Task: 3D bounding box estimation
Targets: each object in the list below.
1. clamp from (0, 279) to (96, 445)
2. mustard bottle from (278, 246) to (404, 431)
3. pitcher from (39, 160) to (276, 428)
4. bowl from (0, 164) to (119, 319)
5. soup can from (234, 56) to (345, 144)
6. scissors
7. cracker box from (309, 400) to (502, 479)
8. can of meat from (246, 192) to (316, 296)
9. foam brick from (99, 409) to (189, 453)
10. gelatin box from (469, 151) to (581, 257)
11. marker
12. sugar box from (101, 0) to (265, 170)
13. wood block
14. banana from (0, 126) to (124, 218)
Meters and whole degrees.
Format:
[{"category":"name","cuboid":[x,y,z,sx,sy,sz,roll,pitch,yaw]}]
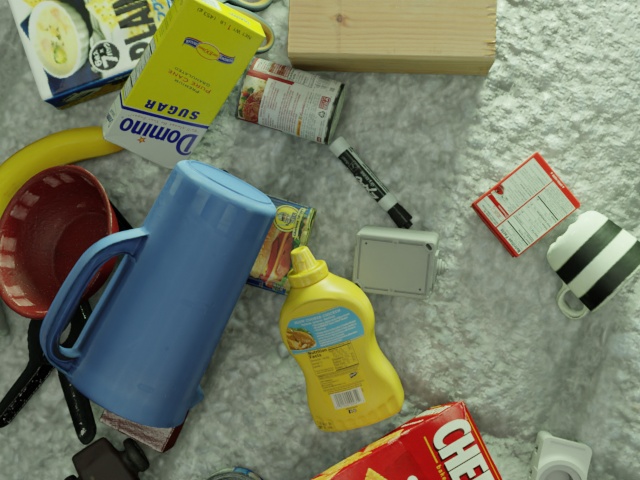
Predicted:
[{"category":"clamp","cuboid":[-0.270,0.131,1.126,0.120,0.039,0.171,16,86,14]},{"category":"mustard bottle","cuboid":[0.011,0.096,1.080,0.096,0.058,0.191,-16,105,17]},{"category":"pitcher","cuboid":[-0.150,0.046,1.031,0.145,0.149,0.243,29,99,13]},{"category":"bowl","cuboid":[-0.262,0.007,1.100,0.162,0.055,0.162,-9,71,28]},{"category":"soup can","cuboid":[-0.031,-0.145,1.112,0.102,0.068,0.068,17,89,4]},{"category":"scissors","cuboid":[-0.127,-0.265,1.107,0.201,0.016,0.096,28,74,-24]},{"category":"cracker box","cuboid":[0.084,0.276,1.041,0.213,0.072,0.164,-24,87,-29]},{"category":"can of meat","cuboid":[-0.057,0.001,1.116,0.084,0.057,0.102,17,90,1]},{"category":"foam brick","cuboid":[-0.183,0.181,1.121,0.078,0.053,0.051,27,90,4]},{"category":"gelatin box","cuboid":[0.213,-0.037,1.111,0.089,0.030,0.073,-39,87,2]},{"category":"marker","cuboid":[0.055,-0.059,1.128,0.020,0.020,0.121,-41,86,2]},{"category":"sugar box","cuboid":[-0.141,-0.162,1.087,0.093,0.048,0.176,24,112,-26]},{"category":"wood block","cuboid":[0.074,-0.223,1.097,0.206,0.090,0.091,2,89,4]},{"category":"banana","cuboid":[-0.299,-0.073,1.148,0.198,0.037,0.069,-38,103,3]}]
